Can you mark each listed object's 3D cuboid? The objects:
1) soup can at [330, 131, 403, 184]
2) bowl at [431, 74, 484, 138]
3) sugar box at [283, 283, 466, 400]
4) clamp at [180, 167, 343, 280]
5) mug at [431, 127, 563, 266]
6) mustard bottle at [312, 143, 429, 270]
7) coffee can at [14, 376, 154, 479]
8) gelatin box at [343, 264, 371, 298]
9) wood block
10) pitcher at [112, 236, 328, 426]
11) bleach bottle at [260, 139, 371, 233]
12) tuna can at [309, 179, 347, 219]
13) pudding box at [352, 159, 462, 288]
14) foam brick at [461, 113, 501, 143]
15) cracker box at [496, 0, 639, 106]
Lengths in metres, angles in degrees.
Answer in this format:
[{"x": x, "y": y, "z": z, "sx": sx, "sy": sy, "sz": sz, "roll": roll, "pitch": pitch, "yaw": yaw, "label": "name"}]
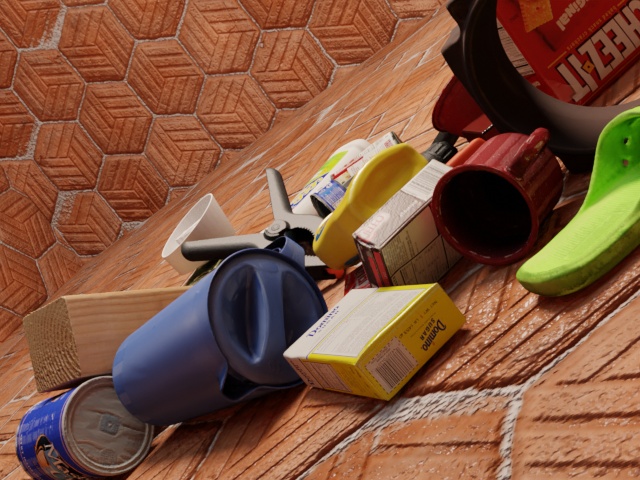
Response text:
[{"x": 0.072, "y": -0.087, "z": 1.393, "sx": 0.102, "sy": 0.068, "sz": 0.068, "roll": -36, "pitch": 11, "yaw": 11, "label": "soup can"}, {"x": 0.205, "y": -0.167, "z": 1.220, "sx": 0.162, "sy": 0.055, "sz": 0.162, "roll": -34, "pitch": -22, "yaw": -16, "label": "bowl"}, {"x": 0.040, "y": 0.082, "z": 0.877, "sx": 0.093, "sy": 0.048, "sz": 0.176, "roll": -42, "pitch": 8, "yaw": -17, "label": "sugar box"}, {"x": -0.058, "y": 0.002, "z": 1.259, "sx": 0.164, "sy": 0.036, "sz": 0.210, "roll": -40, "pitch": 45, "yaw": -16, "label": "clamp"}, {"x": 0.155, "y": -0.047, "z": 0.881, "sx": 0.081, "sy": 0.093, "sz": 0.117, "roll": -43, "pitch": -17, "yaw": -46, "label": "mug"}, {"x": 0.038, "y": -0.019, "z": 1.038, "sx": 0.096, "sy": 0.058, "sz": 0.192, "roll": -48, "pitch": -2, "yaw": -25, "label": "mustard bottle"}, {"x": -0.258, "y": 0.210, "z": 1.159, "sx": 0.141, "sy": 0.103, "sz": 0.102, "roll": -25, "pitch": 17, "yaw": 50, "label": "coffee can"}, {"x": 0.058, "y": 0.036, "z": 1.034, "sx": 0.073, "sy": 0.030, "sz": 0.089, "roll": -37, "pitch": 10, "yaw": 13, "label": "gelatin box"}, {"x": -0.219, "y": 0.109, "z": 1.218, "sx": 0.205, "sy": 0.090, "sz": 0.091, "roll": -3, "pitch": -16, "yaw": -47, "label": "wood block"}, {"x": -0.105, "y": 0.099, "z": 1.057, "sx": 0.148, "sy": 0.145, "sz": 0.243, "roll": -12, "pitch": -12, "yaw": -39, "label": "pitcher"}, {"x": -0.017, "y": -0.036, "z": 1.494, "sx": 0.250, "sy": 0.068, "sz": 0.103, "roll": -47, "pitch": 13, "yaw": -27, "label": "bleach bottle"}, {"x": 0.027, "y": -0.030, "z": 1.263, "sx": 0.033, "sy": 0.086, "sz": 0.086, "roll": -39, "pitch": 11, "yaw": -9, "label": "tuna can"}, {"x": 0.086, "y": -0.002, "z": 0.941, "sx": 0.113, "sy": 0.090, "sz": 0.039, "roll": -41, "pitch": 46, "yaw": -21, "label": "pudding box"}, {"x": 0.193, "y": -0.110, "z": 1.136, "sx": 0.051, "sy": 0.053, "sz": 0.078, "roll": -39, "pitch": 10, "yaw": -2, "label": "foam brick"}, {"x": 0.248, "y": -0.258, "z": 1.134, "sx": 0.164, "sy": 0.213, "sz": 0.072, "roll": -41, "pitch": 13, "yaw": -13, "label": "cracker box"}]
